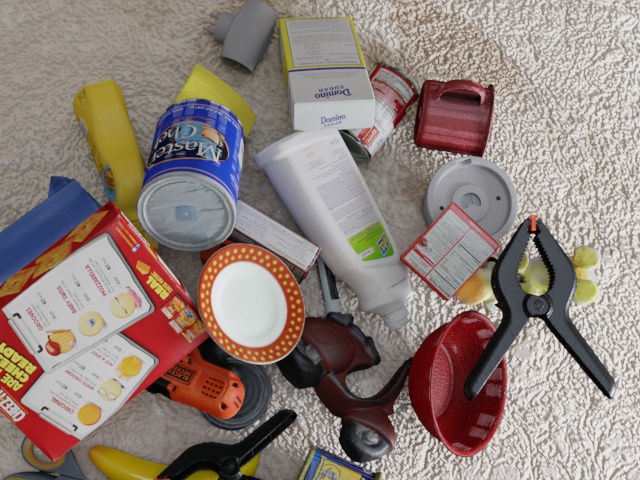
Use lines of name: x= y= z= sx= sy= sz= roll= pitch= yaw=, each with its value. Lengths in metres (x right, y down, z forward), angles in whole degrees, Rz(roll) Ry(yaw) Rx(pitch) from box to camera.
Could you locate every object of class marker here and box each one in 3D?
marker: x=0.004 y=0.027 z=1.244 sx=0.020 sy=0.020 sz=0.121 roll=-9 pitch=79 yaw=-9

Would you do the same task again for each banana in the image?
banana: x=-0.152 y=0.252 z=1.168 sx=0.197 sy=0.037 sz=0.069 roll=-3 pitch=59 yaw=-10

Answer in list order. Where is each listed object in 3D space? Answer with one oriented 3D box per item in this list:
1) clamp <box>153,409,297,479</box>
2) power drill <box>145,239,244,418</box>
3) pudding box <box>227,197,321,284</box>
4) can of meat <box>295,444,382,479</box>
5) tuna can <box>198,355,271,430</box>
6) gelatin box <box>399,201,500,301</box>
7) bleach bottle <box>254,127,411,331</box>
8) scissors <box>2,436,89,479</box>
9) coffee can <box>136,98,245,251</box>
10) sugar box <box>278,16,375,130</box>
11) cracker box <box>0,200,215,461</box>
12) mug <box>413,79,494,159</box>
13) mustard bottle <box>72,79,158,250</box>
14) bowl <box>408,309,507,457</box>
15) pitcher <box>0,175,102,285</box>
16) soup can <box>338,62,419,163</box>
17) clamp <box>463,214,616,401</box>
clamp: x=-0.087 y=0.253 z=1.127 sx=0.171 sy=0.039 sz=0.120 roll=-18 pitch=49 yaw=-11
power drill: x=-0.136 y=0.088 z=1.177 sx=0.185 sy=0.057 sz=0.187 roll=20 pitch=70 yaw=22
pudding box: x=-0.058 y=0.002 z=1.205 sx=0.113 sy=0.090 sz=0.039 roll=29 pitch=76 yaw=0
can of meat: x=0.009 y=0.285 z=1.169 sx=0.084 sy=0.057 sz=0.102 roll=24 pitch=75 yaw=0
tuna can: x=-0.097 y=0.169 z=1.192 sx=0.086 sy=0.034 sz=0.086 roll=2 pitch=77 yaw=-7
gelatin box: x=0.145 y=0.013 z=1.201 sx=0.073 sy=0.030 sz=0.089 roll=43 pitch=95 yaw=0
bleach bottle: x=0.027 y=-0.009 z=1.219 sx=0.102 sy=0.068 sz=0.251 roll=-29 pitch=92 yaw=-33
scissors: x=-0.244 y=0.249 z=1.139 sx=0.202 sy=0.016 sz=0.096 roll=-3 pitch=69 yaw=8
coffee can: x=-0.136 y=-0.072 z=1.145 sx=0.102 sy=0.103 sz=0.140 roll=9 pitch=41 yaw=-6
sugar box: x=0.004 y=-0.195 z=1.233 sx=0.093 sy=0.048 sz=0.176 roll=-3 pitch=45 yaw=-5
cracker box: x=-0.241 y=0.090 z=1.078 sx=0.213 sy=0.072 sz=0.164 roll=-39 pitch=114 yaw=-4
mug: x=0.158 y=-0.151 z=1.256 sx=0.081 sy=0.117 sz=0.093 roll=9 pitch=65 yaw=-1
mustard bottle: x=-0.222 y=-0.077 z=1.197 sx=0.058 sy=0.096 sz=0.191 roll=-17 pitch=80 yaw=-19
bowl: x=0.146 y=0.158 z=1.191 sx=0.161 sy=0.055 sz=0.162 roll=2 pitch=87 yaw=-50
pitcher: x=-0.315 y=0.059 z=1.142 sx=0.242 sy=0.145 sz=0.149 roll=-35 pitch=39 yaw=-10
soup can: x=0.061 y=-0.151 z=1.265 sx=0.068 sy=0.068 sz=0.102 roll=37 pitch=76 yaw=1
clamp: x=0.245 y=0.078 z=1.167 sx=0.164 sy=0.036 sz=0.210 roll=6 pitch=80 yaw=-1
